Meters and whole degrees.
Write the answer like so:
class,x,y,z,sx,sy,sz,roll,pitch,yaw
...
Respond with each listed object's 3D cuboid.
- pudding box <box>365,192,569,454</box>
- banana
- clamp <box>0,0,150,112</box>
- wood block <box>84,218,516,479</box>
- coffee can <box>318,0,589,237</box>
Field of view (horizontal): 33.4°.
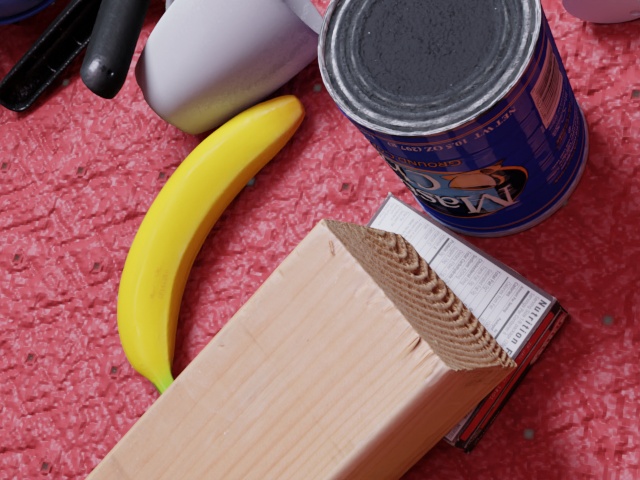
class,x,y,z,sx,sy,sz,roll,pitch,yaw
pudding box,0.057,0.041,0.554,0.114,0.039,0.090,36,89,27
banana,-0.073,-0.002,0.627,0.069,0.037,0.198,19,81,8
clamp,-0.120,-0.166,0.675,0.210,0.036,0.165,-58,32,-10
wood block,-0.020,0.096,0.508,0.206,0.090,0.091,-47,66,17
coffee can,0.071,-0.071,0.529,0.103,0.140,0.103,-7,69,20
